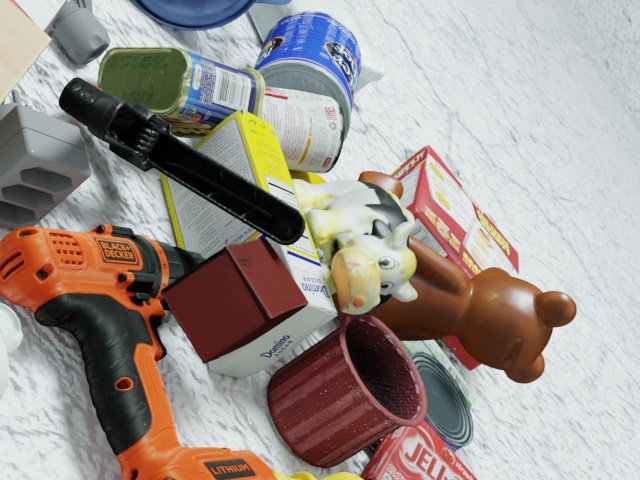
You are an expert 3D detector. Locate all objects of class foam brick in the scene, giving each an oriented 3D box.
[{"bbox_3d":[-0.051,0.035,0.654,0.053,0.051,0.078,57,16,6],"label":"foam brick"}]

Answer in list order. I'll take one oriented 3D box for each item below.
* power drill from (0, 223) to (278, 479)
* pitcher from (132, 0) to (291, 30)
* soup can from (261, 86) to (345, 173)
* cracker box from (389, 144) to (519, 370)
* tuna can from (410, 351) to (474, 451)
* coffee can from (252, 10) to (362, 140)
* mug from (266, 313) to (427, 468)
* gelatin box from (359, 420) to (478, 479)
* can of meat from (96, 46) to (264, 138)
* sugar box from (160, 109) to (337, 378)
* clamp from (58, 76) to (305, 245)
[{"bbox_3d":[-0.097,0.078,0.641,0.184,0.057,0.188,8,49,-59],"label":"power drill"},{"bbox_3d":[-0.112,-0.310,1.028,0.243,0.145,0.149,-97,165,-51],"label":"pitcher"},{"bbox_3d":[-0.039,-0.095,0.903,0.102,0.069,0.068,6,47,-24],"label":"soup can"},{"bbox_3d":[0.130,0.011,1.090,0.164,0.072,0.213,49,20,-11],"label":"cracker box"},{"bbox_3d":[0.087,0.136,0.872,0.086,0.034,0.086,41,28,-28],"label":"tuna can"},{"bbox_3d":[-0.016,-0.146,1.011,0.102,0.103,0.140,45,26,-18],"label":"coffee can"},{"bbox_3d":[0.022,0.110,0.773,0.117,0.082,0.093,0,57,-60],"label":"mug"},{"bbox_3d":[0.077,0.185,0.804,0.089,0.030,0.073,49,47,-10],"label":"gelatin box"},{"bbox_3d":[-0.108,-0.113,0.815,0.083,0.102,0.057,11,87,-52],"label":"can of meat"},{"bbox_3d":[-0.055,0.001,0.766,0.048,0.093,0.176,20,42,-47],"label":"sugar box"},{"bbox_3d":[-0.107,-0.061,0.699,0.164,0.036,0.210,33,-1,-32],"label":"clamp"}]
